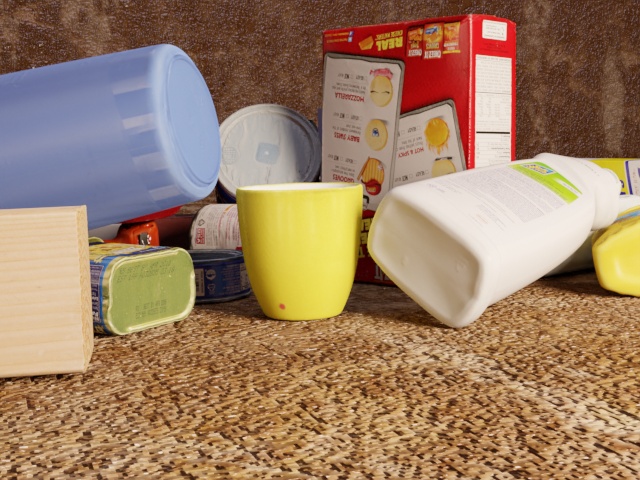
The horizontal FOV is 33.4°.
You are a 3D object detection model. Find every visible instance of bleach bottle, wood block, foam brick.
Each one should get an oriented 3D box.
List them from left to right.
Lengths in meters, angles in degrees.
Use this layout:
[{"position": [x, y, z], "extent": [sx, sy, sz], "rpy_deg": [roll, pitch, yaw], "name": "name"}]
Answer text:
[{"position": [-0.235, 0.030, 0.598], "extent": [0.206, 0.091, 0.090], "rpy_deg": [-3, 4, -8], "name": "wood block"}, {"position": [-0.143, 0.000, 1.044], "extent": [0.078, 0.051, 0.053], "rpy_deg": [-2, 6, 2], "name": "foam brick"}, {"position": [0.150, -0.015, 0.772], "extent": [0.250, 0.068, 0.103], "rpy_deg": [-16, 47, -44], "name": "bleach bottle"}]

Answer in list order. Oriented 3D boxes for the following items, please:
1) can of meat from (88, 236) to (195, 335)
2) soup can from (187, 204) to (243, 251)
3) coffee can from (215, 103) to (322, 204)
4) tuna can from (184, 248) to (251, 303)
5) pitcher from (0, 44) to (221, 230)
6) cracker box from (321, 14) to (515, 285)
[{"position": [-0.147, 0.031, 0.735], "extent": [0.084, 0.057, 0.101], "rpy_deg": [3, 7, 28], "name": "can of meat"}, {"position": [-0.056, 0.001, 0.934], "extent": [0.102, 0.068, 0.068], "rpy_deg": [1, 7, 30], "name": "soup can"}, {"position": [-0.052, -0.053, 1.030], "extent": [0.102, 0.103, 0.140], "rpy_deg": [-2, -22, -3], "name": "coffee can"}, {"position": [-0.099, 0.028, 0.855], "extent": [0.086, 0.034, 0.086], "rpy_deg": [-2, 6, 0], "name": "tuna can"}, {"position": [-0.197, -0.065, 0.759], "extent": [0.243, 0.149, 0.145], "rpy_deg": [-11, -17, 15], "name": "pitcher"}, {"position": [0.079, -0.072, 0.884], "extent": [0.071, 0.214, 0.164], "rpy_deg": [-5, 7, -44], "name": "cracker box"}]
